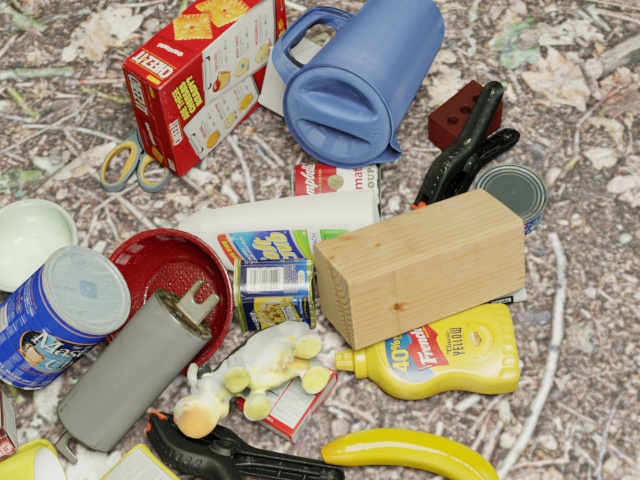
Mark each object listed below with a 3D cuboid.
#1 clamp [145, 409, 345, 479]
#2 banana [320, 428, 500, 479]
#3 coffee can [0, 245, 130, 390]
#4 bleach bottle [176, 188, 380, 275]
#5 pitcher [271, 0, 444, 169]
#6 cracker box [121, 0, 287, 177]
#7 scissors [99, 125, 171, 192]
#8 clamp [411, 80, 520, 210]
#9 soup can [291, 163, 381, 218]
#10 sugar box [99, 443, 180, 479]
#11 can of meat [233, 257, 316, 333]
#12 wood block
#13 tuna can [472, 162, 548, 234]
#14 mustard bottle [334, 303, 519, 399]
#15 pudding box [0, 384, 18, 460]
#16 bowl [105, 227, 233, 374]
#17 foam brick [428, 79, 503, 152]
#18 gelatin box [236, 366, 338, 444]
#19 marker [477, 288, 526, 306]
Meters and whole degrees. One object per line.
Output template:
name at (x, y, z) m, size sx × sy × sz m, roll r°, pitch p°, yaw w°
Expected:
clamp at (-0.099, 0.225, 1.072) m, size 0.210 × 0.164 × 0.036 m, roll 18°, pitch 104°, yaw 22°
banana at (0.102, 0.225, 1.087) m, size 0.198 × 0.037 × 0.069 m, roll 17°, pitch 41°, yaw 14°
coffee can at (-0.283, 0.083, 1.135) m, size 0.141 × 0.102 × 0.103 m, roll -37°, pitch 53°, yaw 34°
bleach bottle at (-0.058, 0.001, 1.212) m, size 0.251 × 0.102 × 0.068 m, roll -6°, pitch 41°, yaw 10°
pitcher at (0.053, -0.210, 1.256) m, size 0.145 × 0.149 × 0.242 m, roll 5°, pitch 39°, yaw 25°
cracker box at (-0.130, -0.205, 1.277) m, size 0.072 × 0.164 × 0.213 m, roll 34°, pitch 64°, yaw 23°
scissors at (-0.204, -0.137, 1.340) m, size 0.096 × 0.016 × 0.201 m, roll 23°, pitch 65°, yaw 15°
clamp at (0.174, -0.093, 1.246) m, size 0.039 × 0.120 × 0.171 m, roll 38°, pitch 92°, yaw 38°
soup can at (0.020, -0.057, 1.244) m, size 0.102 × 0.068 × 0.068 m, roll -1°, pitch 61°, yaw 4°
sugar box at (-0.159, 0.280, 1.048) m, size 0.093 × 0.048 × 0.176 m, roll -43°, pitch 43°, yaw -17°
can of meat at (-0.048, 0.060, 1.166) m, size 0.084 × 0.102 × 0.057 m, roll -2°, pitch 60°, yaw 2°
wood block at (0.107, 0.028, 1.140) m, size 0.205 × 0.091 × 0.090 m, roll -18°, pitch 33°, yaw -17°
tuna can at (0.219, -0.046, 1.238) m, size 0.086 × 0.034 × 0.086 m, roll -2°, pitch 60°, yaw 4°
mustard bottle at (0.111, 0.121, 1.140) m, size 0.191 × 0.058 × 0.096 m, roll -5°, pitch 58°, yaw 3°
pudding box at (-0.367, 0.204, 1.117) m, size 0.090 × 0.039 × 0.114 m, roll -24°, pitch 24°, yaw -9°
bowl at (-0.164, 0.068, 1.178) m, size 0.162 × 0.055 × 0.162 m, roll -1°, pitch 87°, yaw 15°
foam brick at (0.174, -0.144, 1.287) m, size 0.078 × 0.051 × 0.053 m, roll -40°, pitch 65°, yaw -16°
gelatin box at (-0.035, 0.162, 1.148) m, size 0.073 × 0.030 × 0.089 m, roll 28°, pitch 66°, yaw 20°
marker at (0.168, 0.070, 1.186) m, size 0.121 × 0.020 × 0.020 m, roll -12°, pitch 60°, yaw -1°
